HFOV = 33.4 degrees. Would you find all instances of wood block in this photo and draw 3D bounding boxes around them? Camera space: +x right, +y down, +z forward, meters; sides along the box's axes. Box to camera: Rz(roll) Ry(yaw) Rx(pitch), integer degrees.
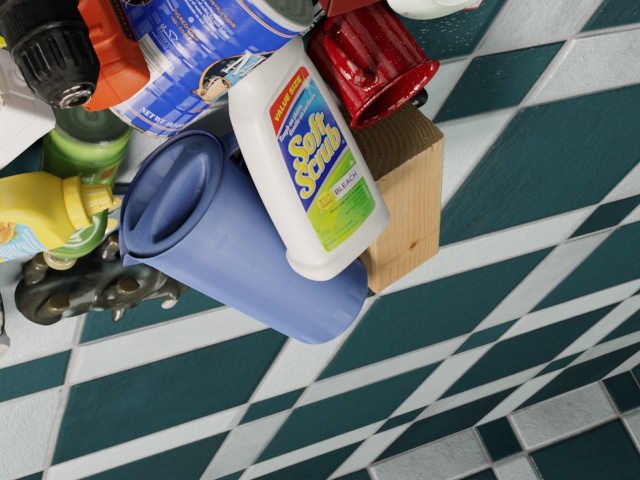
[{"bbox_3d":[0.062,-0.048,1.080,0.090,0.090,0.206,-32,151,-15],"label":"wood block"}]

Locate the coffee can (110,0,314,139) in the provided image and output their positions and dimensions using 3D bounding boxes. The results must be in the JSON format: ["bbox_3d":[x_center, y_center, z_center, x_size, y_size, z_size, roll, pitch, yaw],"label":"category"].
[{"bbox_3d":[-0.090,-0.154,0.766,0.140,0.103,0.102,-35,157,25],"label":"coffee can"}]

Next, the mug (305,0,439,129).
[{"bbox_3d":[0.036,-0.153,0.903,0.093,0.081,0.117,-39,171,26],"label":"mug"}]

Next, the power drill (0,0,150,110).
[{"bbox_3d":[-0.158,-0.141,0.638,0.057,0.184,0.187,-25,168,0],"label":"power drill"}]

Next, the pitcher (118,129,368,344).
[{"bbox_3d":[-0.057,0.001,1.020,0.149,0.145,0.242,-3,152,43],"label":"pitcher"}]

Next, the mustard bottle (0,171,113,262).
[{"bbox_3d":[-0.258,-0.013,0.838,0.191,0.058,0.096,-14,160,-2],"label":"mustard bottle"}]

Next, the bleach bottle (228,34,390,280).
[{"bbox_3d":[-0.030,-0.088,0.892,0.102,0.068,0.250,-42,127,-18],"label":"bleach bottle"}]
